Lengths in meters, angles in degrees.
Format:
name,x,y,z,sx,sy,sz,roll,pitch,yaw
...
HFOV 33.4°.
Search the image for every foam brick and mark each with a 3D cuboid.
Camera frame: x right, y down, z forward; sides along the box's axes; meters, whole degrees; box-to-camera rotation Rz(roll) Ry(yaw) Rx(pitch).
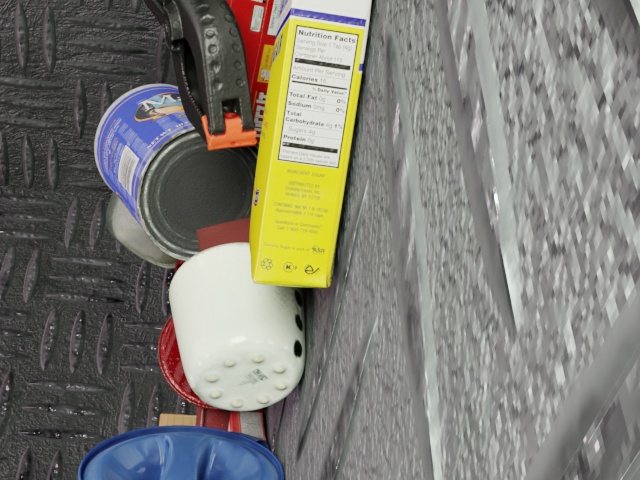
name,x,y,z,sx,sy,sz,roll,pitch,yaw
foam brick,-0.051,0.031,0.724,0.078,0.051,0.053,84,175,-45

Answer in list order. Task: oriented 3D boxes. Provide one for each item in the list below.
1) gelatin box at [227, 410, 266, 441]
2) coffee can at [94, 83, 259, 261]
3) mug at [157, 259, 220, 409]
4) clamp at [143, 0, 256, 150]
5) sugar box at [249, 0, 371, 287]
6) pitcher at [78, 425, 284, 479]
name,x,y,z,sx,sy,sz,roll,pitch,yaw
gelatin box,-0.061,0.192,0.854,0.073,0.030,0.089,-110,26,-71
coffee can,-0.106,-0.055,0.810,0.140,0.102,0.103,-140,54,-59
mug,-0.078,0.062,0.808,0.117,0.093,0.082,63,157,15
clamp,-0.071,-0.133,0.604,0.120,0.039,0.171,98,152,-55
sugar box,-0.007,-0.070,0.555,0.093,0.048,0.176,-116,31,-77
pitcher,-0.093,0.256,0.736,0.145,0.149,0.243,-139,50,-63
